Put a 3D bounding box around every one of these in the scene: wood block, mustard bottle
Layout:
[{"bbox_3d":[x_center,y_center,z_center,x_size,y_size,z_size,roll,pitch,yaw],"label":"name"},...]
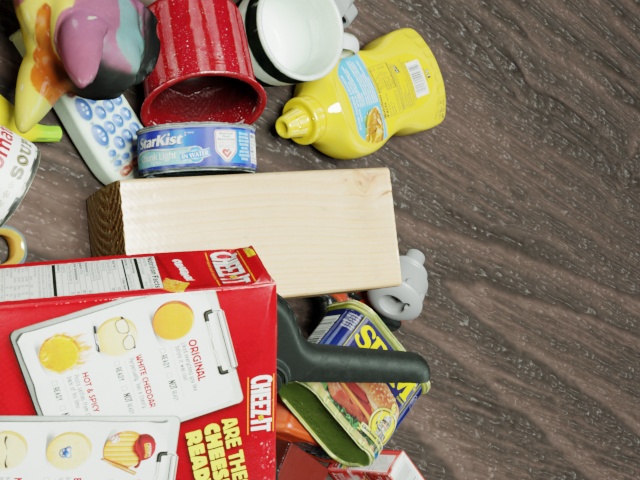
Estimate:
[{"bbox_3d":[-0.055,0.001,0.778,0.205,0.090,0.091,-5,86,-27],"label":"wood block"},{"bbox_3d":[0.031,-0.123,0.944,0.191,0.058,0.096,-26,100,-43],"label":"mustard bottle"}]

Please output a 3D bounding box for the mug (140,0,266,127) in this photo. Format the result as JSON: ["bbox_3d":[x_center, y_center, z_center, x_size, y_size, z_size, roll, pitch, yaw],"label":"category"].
[{"bbox_3d":[-0.091,-0.127,0.807,0.117,0.093,0.081,72,5,-65],"label":"mug"}]

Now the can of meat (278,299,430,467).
[{"bbox_3d":[0.023,0.111,0.822,0.102,0.058,0.083,51,57,-17],"label":"can of meat"}]

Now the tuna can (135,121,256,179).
[{"bbox_3d":[-0.089,-0.063,0.765,0.085,0.086,0.034,-1,87,-44],"label":"tuna can"}]

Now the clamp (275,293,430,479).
[{"bbox_3d":[-0.043,0.100,0.728,0.209,0.036,0.164,36,96,-28],"label":"clamp"}]

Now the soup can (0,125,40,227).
[{"bbox_3d":[-0.235,-0.055,0.660,0.102,0.069,0.068,32,62,-28],"label":"soup can"}]

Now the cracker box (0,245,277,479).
[{"bbox_3d":[-0.137,0.094,0.638,0.213,0.072,0.164,-5,113,-14],"label":"cracker box"}]

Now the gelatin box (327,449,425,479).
[{"bbox_3d":[0.059,0.216,0.906,0.089,0.073,0.030,55,52,-24],"label":"gelatin box"}]
